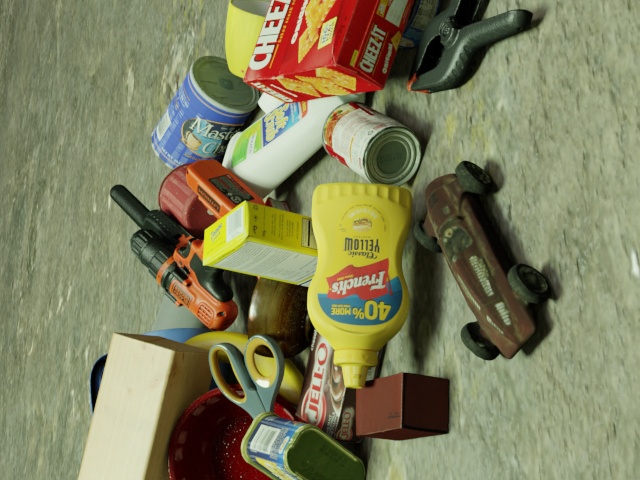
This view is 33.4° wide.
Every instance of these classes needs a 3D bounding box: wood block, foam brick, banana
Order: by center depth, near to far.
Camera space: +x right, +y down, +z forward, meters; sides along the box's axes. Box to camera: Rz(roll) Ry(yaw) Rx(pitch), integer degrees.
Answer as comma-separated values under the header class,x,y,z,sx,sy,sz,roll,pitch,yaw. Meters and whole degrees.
class,x,y,z,sx,sy,sz,roll,pitch,yaw
foam brick,0.075,0.155,0.988,0.078,0.051,0.053,-23,60,56
wood block,-0.197,0.215,1.192,0.090,0.090,0.206,12,88,29
banana,-0.088,0.142,1.232,0.198,0.037,0.069,10,65,28

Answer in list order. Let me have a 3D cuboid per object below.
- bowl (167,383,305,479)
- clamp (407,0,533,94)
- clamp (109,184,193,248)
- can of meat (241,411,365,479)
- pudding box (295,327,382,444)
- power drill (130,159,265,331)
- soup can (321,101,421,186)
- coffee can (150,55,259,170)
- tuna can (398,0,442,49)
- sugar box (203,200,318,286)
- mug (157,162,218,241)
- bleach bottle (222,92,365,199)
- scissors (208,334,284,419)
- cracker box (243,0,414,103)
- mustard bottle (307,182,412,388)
class,x,y,z,sx,sy,sz,roll,pitch,yaw
bowl,-0.083,0.238,1.169,0.055,0.162,0.162,48,-129,-80
clamp,0.137,-0.213,1.040,0.172,0.039,0.120,-40,44,48
clamp,-0.226,-0.011,1.484,0.036,0.164,0.210,-37,13,-18
can of meat,-0.016,0.220,1.069,0.084,0.102,0.057,-2,53,58
pudding box,0.019,0.143,1.103,0.090,0.039,0.113,17,94,61
power drill,-0.153,-0.005,1.320,0.185,0.057,0.188,39,127,22
soup can,0.053,-0.100,1.114,0.102,0.068,0.068,41,114,57
coffee can,-0.161,-0.171,1.483,0.140,0.102,0.103,-51,38,39
tuna can,0.092,-0.249,1.139,0.086,0.033,0.086,-32,52,52
sugar box,-0.020,0.010,1.085,0.094,0.176,0.048,-30,56,53
mug,-0.162,-0.040,1.459,0.082,0.093,0.117,37,142,53
bleach bottle,-0.023,-0.138,1.265,0.251,0.068,0.102,-35,32,44
scissors,-0.045,0.184,1.121,0.096,0.016,0.202,-41,79,27
cracker box,0.012,-0.240,1.145,0.214,0.072,0.164,6,75,60
mustard bottle,0.036,0.043,1.010,0.058,0.096,0.191,99,174,-77
